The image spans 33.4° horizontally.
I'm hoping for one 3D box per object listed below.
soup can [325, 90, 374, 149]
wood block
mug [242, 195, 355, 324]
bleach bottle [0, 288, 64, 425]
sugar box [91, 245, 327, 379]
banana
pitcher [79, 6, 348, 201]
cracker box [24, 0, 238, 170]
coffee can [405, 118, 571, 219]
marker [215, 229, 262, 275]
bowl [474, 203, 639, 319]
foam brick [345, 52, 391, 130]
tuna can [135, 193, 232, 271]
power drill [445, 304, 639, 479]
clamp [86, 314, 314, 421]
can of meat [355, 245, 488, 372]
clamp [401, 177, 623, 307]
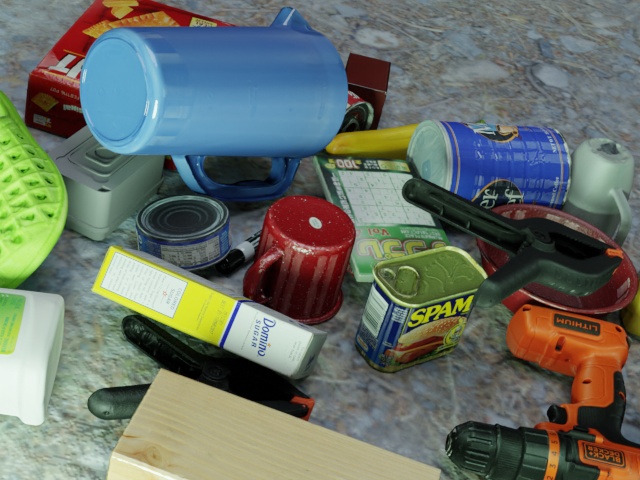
[{"bbox_3d":[-0.001,-0.146,1.164,0.102,0.069,0.068,38,43,27],"label":"soup can"},{"bbox_3d":[-0.034,0.179,0.724,0.206,0.090,0.090,19,37,5],"label":"wood block"},{"bbox_3d":[-0.024,0.018,0.937,0.093,0.082,0.117,38,43,27],"label":"mug"},{"bbox_3d":[-0.322,0.071,0.782,0.250,0.068,0.102,7,38,-7],"label":"bleach bottle"},{"bbox_3d":[-0.086,0.059,0.861,0.176,0.048,0.093,25,-1,10],"label":"sugar box"},{"bbox_3d":[0.081,-0.108,1.151,0.197,0.070,0.037,-13,75,-27],"label":"banana"},{"bbox_3d":[-0.097,-0.127,0.989,0.242,0.145,0.149,-9,62,-49],"label":"pitcher"},{"bbox_3d":[-0.193,-0.180,1.136,0.164,0.072,0.213,17,38,2],"label":"cracker box"},{"bbox_3d":[0.171,-0.070,1.101,0.140,0.103,0.103,1,40,-19],"label":"coffee can"},{"bbox_3d":[-0.057,0.001,0.999,0.020,0.020,0.120,32,40,20],"label":"marker"},{"bbox_3d":[0.218,0.034,1.024,0.162,0.055,0.162,10,36,-8],"label":"bowl"},{"bbox_3d":[0.049,-0.172,1.228,0.051,0.053,0.078,14,38,-2],"label":"foam brick"},{"bbox_3d":[-0.123,-0.008,0.958,0.086,0.034,0.086,-1,31,0],"label":"tuna can"},{"bbox_3d":[0.195,0.137,0.888,0.184,0.057,0.187,15,39,-3],"label":"power drill"},{"bbox_3d":[-0.093,0.118,0.820,0.171,0.039,0.120,18,34,5],"label":"clamp"},{"bbox_3d":[0.084,0.060,0.921,0.101,0.084,0.057,-12,46,-32],"label":"can of meat"},{"bbox_3d":[0.178,0.003,0.946,0.209,0.036,0.165,4,36,-34],"label":"clamp"}]
